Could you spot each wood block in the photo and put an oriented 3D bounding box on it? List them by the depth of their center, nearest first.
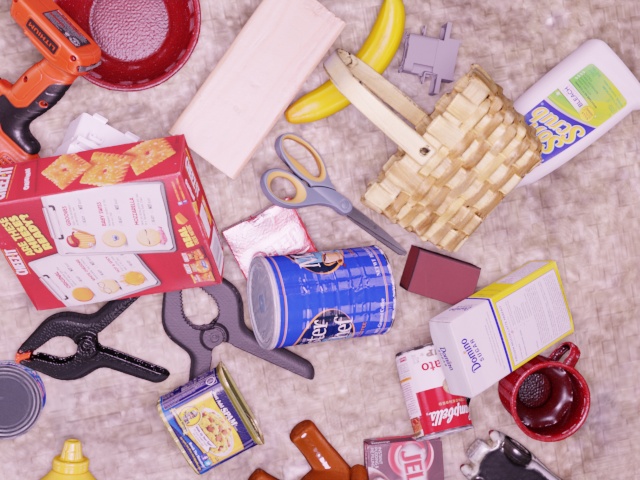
[{"bbox_3d":[-0.071,-0.176,1.172,0.090,0.091,0.206,36,91,-7],"label":"wood block"}]

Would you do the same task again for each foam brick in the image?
[{"bbox_3d":[0.138,0.042,1.231,0.078,0.053,0.051,17,93,-8],"label":"foam brick"}]

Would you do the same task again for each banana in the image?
[{"bbox_3d":[0.039,-0.201,1.204,0.069,0.037,0.198,34,95,-21],"label":"banana"}]

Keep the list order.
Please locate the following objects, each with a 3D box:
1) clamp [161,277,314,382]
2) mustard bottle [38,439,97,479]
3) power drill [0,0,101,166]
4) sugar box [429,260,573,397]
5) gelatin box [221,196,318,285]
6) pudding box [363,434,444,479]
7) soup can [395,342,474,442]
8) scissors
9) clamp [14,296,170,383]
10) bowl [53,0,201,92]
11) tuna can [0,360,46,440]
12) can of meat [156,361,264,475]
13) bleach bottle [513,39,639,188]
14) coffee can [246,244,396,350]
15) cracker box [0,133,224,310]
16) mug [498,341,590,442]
[{"bbox_3d":[-0.110,0.107,1.219,0.164,0.036,0.210,-21,100,-4],"label":"clamp"},{"bbox_3d":[-0.289,0.320,1.208,0.096,0.058,0.191,5,95,-5],"label":"mustard bottle"},{"bbox_3d":[-0.336,-0.175,1.133,0.184,0.057,0.188,43,115,-4],"label":"power drill"},{"bbox_3d":[0.206,0.097,1.207,0.175,0.048,0.093,-24,102,-29],"label":"sugar box"},{"bbox_3d":[-0.058,0.001,1.219,0.089,0.030,0.073,-27,97,-3],"label":"gelatin box"},{"bbox_3d":[0.099,0.287,1.255,0.090,0.039,0.113,-4,96,-6],"label":"pudding box"},{"bbox_3d":[0.129,0.172,1.220,0.068,0.068,0.102,-12,76,-5],"label":"soup can"},{"bbox_3d":[0.009,-0.033,1.214,0.201,0.016,0.096,50,60,-7],"label":"scissors"},{"bbox_3d":[-0.257,0.104,1.203,0.171,0.039,0.120,-2,94,-6],"label":"clamp"},{"bbox_3d":[-0.211,-0.242,1.169,0.162,0.055,0.162,0,95,-6],"label":"bowl"},{"bbox_3d":[-0.354,0.179,1.202,0.086,0.034,0.086,0,95,-6],"label":"tuna can"},{"bbox_3d":[-0.123,0.200,1.187,0.084,0.057,0.102,-28,104,0],"label":"can of meat"},{"bbox_3d":[0.248,-0.114,1.226,0.251,0.068,0.102,-42,98,1],"label":"bleach bottle"},{"bbox_3d":[0.000,0.062,1.178,0.140,0.103,0.103,-5,96,-19],"label":"coffee can"},{"bbox_3d":[-0.223,-0.016,1.122,0.214,0.072,0.164,-8,134,8],"label":"cracker box"},{"bbox_3d":[0.261,0.168,1.240,0.093,0.081,0.117,30,91,-8],"label":"mug"}]
